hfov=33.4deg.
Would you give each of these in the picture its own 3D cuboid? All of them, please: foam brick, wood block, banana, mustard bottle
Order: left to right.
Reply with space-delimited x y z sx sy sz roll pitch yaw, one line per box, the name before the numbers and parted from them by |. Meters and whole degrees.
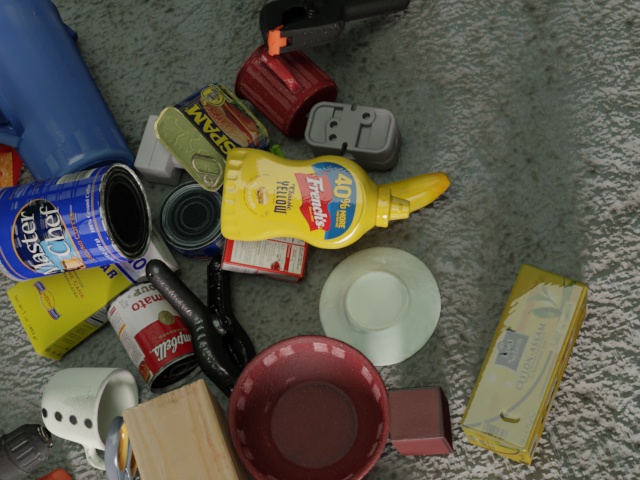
wood block | -0.113 0.253 1.033 0.090 0.091 0.206 -22 59 -3
mustard bottle | -0.004 -0.041 1.101 0.191 0.058 0.096 5 90 3
banana | 0.037 -0.053 1.144 0.198 0.070 0.037 9 32 9
foam brick | 0.097 0.175 1.036 0.051 0.078 0.053 -7 67 11

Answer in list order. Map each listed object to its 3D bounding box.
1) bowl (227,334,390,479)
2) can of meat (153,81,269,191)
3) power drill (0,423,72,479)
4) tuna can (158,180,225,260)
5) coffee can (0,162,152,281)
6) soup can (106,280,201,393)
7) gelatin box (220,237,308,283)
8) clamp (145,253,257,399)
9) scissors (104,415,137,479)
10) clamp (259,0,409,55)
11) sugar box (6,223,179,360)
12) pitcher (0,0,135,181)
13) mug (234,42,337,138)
bowl | -0.009 0.179 1.067 0.162 0.055 0.162 -2 69 6
can of meat | -0.118 -0.117 1.178 0.102 0.058 0.083 47 47 2
power drill | -0.311 0.249 1.048 0.184 0.187 0.057 -32 65 2
tuna can | -0.136 -0.023 1.188 0.086 0.033 0.086 -5 69 12
coffee can | -0.263 -0.018 1.117 0.140 0.102 0.103 -10 68 18
soup can | -0.175 0.102 1.132 0.068 0.068 0.102 -35 67 -1
gelatin box | -0.057 0.001 1.148 0.089 0.030 0.073 11 72 -7
clamp | -0.118 0.086 1.106 0.039 0.120 0.171 -38 64 34
scissors | -0.208 0.264 1.072 0.016 0.096 0.201 5 68 10
clamp | -0.015 -0.258 1.191 0.165 0.036 0.209 19 36 24
sugar box | -0.252 0.043 1.175 0.176 0.048 0.093 -38 64 8
pitcher | -0.322 -0.154 1.226 0.149 0.145 0.243 -34 69 1
mug | -0.037 -0.172 1.177 0.093 0.117 0.081 -43 72 -5
